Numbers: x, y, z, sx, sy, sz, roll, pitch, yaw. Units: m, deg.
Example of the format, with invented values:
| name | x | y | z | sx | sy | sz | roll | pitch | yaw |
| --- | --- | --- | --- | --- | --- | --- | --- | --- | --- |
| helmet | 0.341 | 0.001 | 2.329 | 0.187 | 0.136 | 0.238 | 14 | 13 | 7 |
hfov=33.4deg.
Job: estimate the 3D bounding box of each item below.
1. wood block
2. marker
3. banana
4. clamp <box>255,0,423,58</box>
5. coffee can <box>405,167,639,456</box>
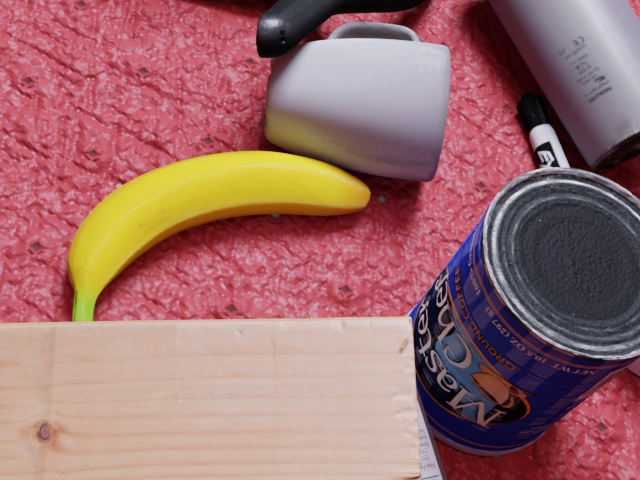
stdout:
| name | x | y | z | sx | sy | sz | roll | pitch | yaw |
| --- | --- | --- | --- | --- | --- | --- | --- | --- | --- |
| wood block | -0.062 | 0.090 | 0.481 | 0.206 | 0.090 | 0.091 | 0 | 66 | 0 |
| marker | 0.153 | -0.045 | 0.690 | 0.020 | 0.020 | 0.121 | -5 | 63 | -19 |
| banana | -0.065 | -0.015 | 0.605 | 0.197 | 0.037 | 0.069 | -25 | 90 | -25 |
| clamp | 0.003 | -0.161 | 0.677 | 0.209 | 0.036 | 0.165 | -12 | 36 | -27 |
| coffee can | 0.107 | 0.042 | 0.557 | 0.102 | 0.140 | 0.103 | 7 | 60 | -12 |
